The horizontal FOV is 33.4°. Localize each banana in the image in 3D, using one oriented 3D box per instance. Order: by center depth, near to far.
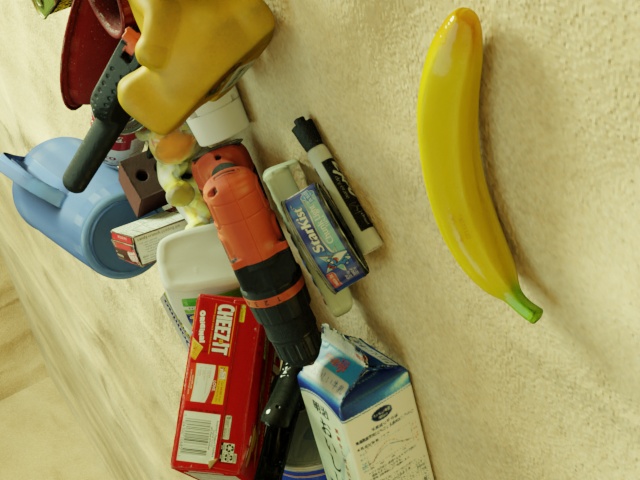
[{"bbox_3d":[0.090,-0.044,0.641,0.070,0.037,0.198,6,123,45],"label":"banana"}]

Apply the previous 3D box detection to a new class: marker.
[{"bbox_3d":[0.012,-0.045,0.840,0.121,0.020,0.020,61,159,9],"label":"marker"}]

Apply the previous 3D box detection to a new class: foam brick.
[{"bbox_3d":[-0.177,-0.070,1.173,0.053,0.078,0.051,59,160,12],"label":"foam brick"}]

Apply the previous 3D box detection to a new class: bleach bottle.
[{"bbox_3d":[-0.109,0.058,1.146,0.251,0.102,0.068,86,173,-70],"label":"bleach bottle"}]

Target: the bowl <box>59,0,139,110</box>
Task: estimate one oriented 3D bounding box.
[{"bbox_3d":[-0.199,-0.198,1.040,0.055,0.162,0.162,15,149,1],"label":"bowl"}]

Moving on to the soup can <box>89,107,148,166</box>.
[{"bbox_3d":[-0.236,-0.135,1.250,0.068,0.068,0.102,60,159,9],"label":"soup can"}]

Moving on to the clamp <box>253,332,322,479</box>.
[{"bbox_3d":[-0.029,0.139,0.980,0.120,0.039,0.171,107,178,-51],"label":"clamp"}]

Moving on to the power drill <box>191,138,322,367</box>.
[{"bbox_3d":[-0.056,0.001,0.927,0.188,0.057,0.184,-123,12,-65],"label":"power drill"}]

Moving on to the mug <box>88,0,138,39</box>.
[{"bbox_3d":[-0.164,-0.240,0.941,0.117,0.081,0.093,41,150,45],"label":"mug"}]

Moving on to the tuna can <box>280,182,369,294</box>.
[{"bbox_3d":[0.004,-0.002,0.842,0.086,0.034,0.086,59,-175,-9],"label":"tuna can"}]

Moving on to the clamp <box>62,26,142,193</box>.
[{"bbox_3d":[-0.182,-0.127,0.982,0.036,0.164,0.210,39,164,1],"label":"clamp"}]

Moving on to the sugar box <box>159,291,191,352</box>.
[{"bbox_3d":[-0.157,0.090,1.355,0.093,0.048,0.176,62,158,5],"label":"sugar box"}]

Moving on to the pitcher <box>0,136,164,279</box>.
[{"bbox_3d":[-0.289,-0.042,1.306,0.243,0.149,0.145,29,136,54],"label":"pitcher"}]

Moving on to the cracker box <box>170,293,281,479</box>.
[{"bbox_3d":[-0.086,0.158,1.065,0.213,0.072,0.164,78,-162,-73],"label":"cracker box"}]

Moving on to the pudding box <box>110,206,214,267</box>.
[{"bbox_3d":[-0.161,-0.009,1.157,0.090,0.113,0.039,14,124,64],"label":"pudding box"}]

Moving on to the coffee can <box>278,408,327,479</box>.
[{"bbox_3d":[0.011,0.244,1.060,0.103,0.102,0.140,30,141,56],"label":"coffee can"}]
